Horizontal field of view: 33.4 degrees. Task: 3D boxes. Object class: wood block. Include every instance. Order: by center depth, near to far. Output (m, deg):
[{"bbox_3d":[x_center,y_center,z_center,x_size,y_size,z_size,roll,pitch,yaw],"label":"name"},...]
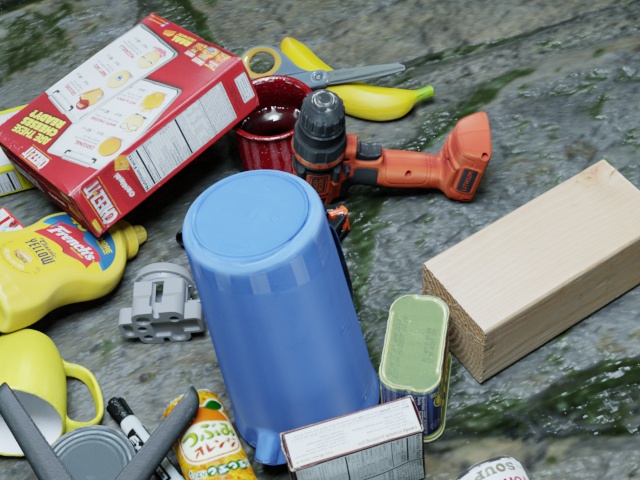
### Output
[{"bbox_3d":[0.201,0.027,0.968,0.206,0.090,0.091,-29,54,-16],"label":"wood block"}]

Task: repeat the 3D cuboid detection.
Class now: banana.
[{"bbox_3d":[0.024,-0.174,1.183,0.198,0.037,0.069,25,44,23],"label":"banana"}]

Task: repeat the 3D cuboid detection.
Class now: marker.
[{"bbox_3d":[-0.152,0.180,0.934,0.020,0.020,0.121,-33,55,-18],"label":"marker"}]

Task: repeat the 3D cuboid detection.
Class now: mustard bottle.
[{"bbox_3d":[-0.244,0.018,1.020,0.096,0.058,0.191,44,40,22],"label":"mustard bottle"}]

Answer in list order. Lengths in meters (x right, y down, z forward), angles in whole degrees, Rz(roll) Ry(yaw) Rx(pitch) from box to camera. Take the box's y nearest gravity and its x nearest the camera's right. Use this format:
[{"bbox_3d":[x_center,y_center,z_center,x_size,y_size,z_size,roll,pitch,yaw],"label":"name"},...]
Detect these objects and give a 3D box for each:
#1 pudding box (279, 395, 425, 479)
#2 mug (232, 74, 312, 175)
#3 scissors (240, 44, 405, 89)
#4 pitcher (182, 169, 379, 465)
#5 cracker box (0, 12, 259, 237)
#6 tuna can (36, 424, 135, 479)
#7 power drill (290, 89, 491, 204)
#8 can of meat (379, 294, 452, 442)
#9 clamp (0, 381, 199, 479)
[{"bbox_3d":[0.029,0.176,0.871,0.113,0.090,0.039,-17,53,-6],"label":"pudding box"},{"bbox_3d":[-0.035,-0.110,1.108,0.117,0.081,0.093,7,53,13],"label":"mug"},{"bbox_3d":[-0.011,-0.190,1.161,0.202,0.016,0.096,-20,69,18],"label":"scissors"},{"bbox_3d":[-0.028,0.054,0.877,0.145,0.243,0.149,-21,46,-8],"label":"pitcher"},{"bbox_3d":[-0.191,-0.120,1.057,0.213,0.072,0.164,-42,47,-17],"label":"cracker box"},{"bbox_3d":[-0.196,0.204,0.912,0.086,0.034,0.086,-3,52,4],"label":"tuna can"},{"bbox_3d":[0.065,-0.088,1.027,0.187,0.184,0.057,1,67,-4],"label":"power drill"},{"bbox_3d":[0.082,0.109,0.921,0.057,0.084,0.102,5,52,10],"label":"can of meat"},{"bbox_3d":[-0.173,0.211,0.857,0.164,0.036,0.210,-5,77,-8],"label":"clamp"}]
